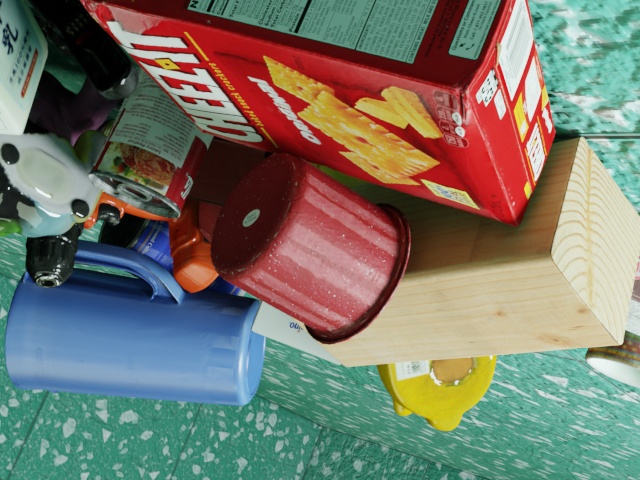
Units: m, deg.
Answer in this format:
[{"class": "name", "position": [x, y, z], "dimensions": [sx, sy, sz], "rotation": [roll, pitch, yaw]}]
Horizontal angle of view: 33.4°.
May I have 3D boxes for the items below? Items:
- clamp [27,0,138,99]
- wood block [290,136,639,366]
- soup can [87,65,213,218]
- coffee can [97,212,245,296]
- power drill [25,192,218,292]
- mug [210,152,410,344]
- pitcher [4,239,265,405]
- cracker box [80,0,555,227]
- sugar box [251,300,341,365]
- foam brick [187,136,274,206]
[{"class": "clamp", "position": [-0.144, -0.125, 0.645], "dimensions": [0.120, 0.039, 0.171], "rotation": [56, -179, 1]}, {"class": "wood block", "position": [0.082, 0.014, 0.673], "dimensions": [0.207, 0.090, 0.090], "rotation": [-10, 136, 41]}, {"class": "soup can", "position": [-0.109, -0.075, 0.740], "dimensions": [0.068, 0.102, 0.068], "rotation": [21, 167, 5]}, {"class": "coffee can", "position": [-0.149, 0.006, 1.131], "dimensions": [0.140, 0.103, 0.103], "rotation": [30, 165, -32]}, {"class": "power drill", "position": [-0.176, -0.018, 0.963], "dimensions": [0.187, 0.184, 0.057], "rotation": [25, 139, -35]}, {"class": "mug", "position": [-0.011, -0.005, 0.625], "dimensions": [0.081, 0.093, 0.117], "rotation": [31, -154, -30]}, {"class": "pitcher", "position": [-0.182, 0.089, 1.068], "dimensions": [0.243, 0.145, 0.149], "rotation": [6, 166, 7]}, {"class": "cracker box", "position": [0.005, -0.090, 0.562], "dimensions": [0.214, 0.072, 0.164], "rotation": [17, 166, 23]}, {"class": "sugar box", "position": [-0.007, 0.057, 1.061], "dimensions": [0.093, 0.048, 0.176], "rotation": [21, -165, -1]}, {"class": "foam brick", "position": [-0.075, -0.058, 0.806], "dimensions": [0.078, 0.051, 0.053], "rotation": [13, -160, 7]}]
